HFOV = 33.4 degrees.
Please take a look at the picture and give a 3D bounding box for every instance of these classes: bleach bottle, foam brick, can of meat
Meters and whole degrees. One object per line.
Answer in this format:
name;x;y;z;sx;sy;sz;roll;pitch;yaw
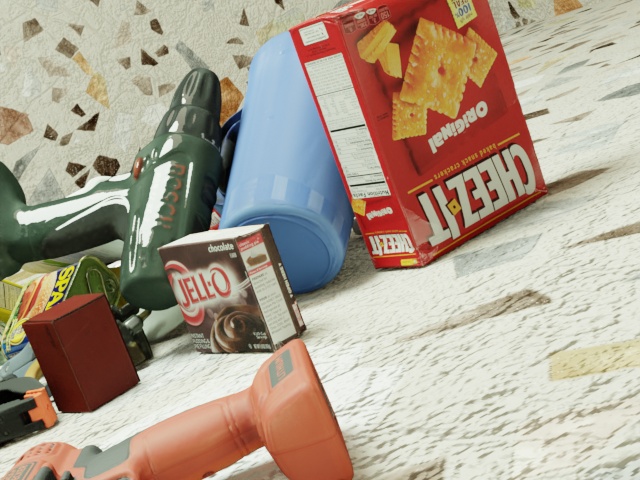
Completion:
bleach bottle;-0.255;-0.004;1.088;0.102;0.068;0.251;13;-17;-39
foam brick;-0.184;0.087;0.823;0.053;0.078;0.051;-7;17;47
can of meat;-0.246;0.072;1.010;0.084;0.057;0.102;-18;41;32

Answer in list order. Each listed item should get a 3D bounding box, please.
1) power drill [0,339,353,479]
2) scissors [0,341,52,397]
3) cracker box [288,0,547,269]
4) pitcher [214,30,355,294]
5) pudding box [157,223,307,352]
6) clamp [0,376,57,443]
power drill;-0.081;0.116;0.508;0.187;0.057;0.184;-21;10;0
scissors;-0.269;0.126;0.937;0.202;0.016;0.096;-40;36;28
cracker box;0.088;-0.105;0.886;0.163;0.213;0.072;-28;14;-32
pitcher;-0.028;-0.068;0.964;0.145;0.149;0.242;17;45;-6
pudding box;-0.068;0.037;0.808;0.039;0.090;0.114;-28;13;-38
clamp;-0.284;0.139;0.863;0.210;0.036;0.164;-14;14;28
